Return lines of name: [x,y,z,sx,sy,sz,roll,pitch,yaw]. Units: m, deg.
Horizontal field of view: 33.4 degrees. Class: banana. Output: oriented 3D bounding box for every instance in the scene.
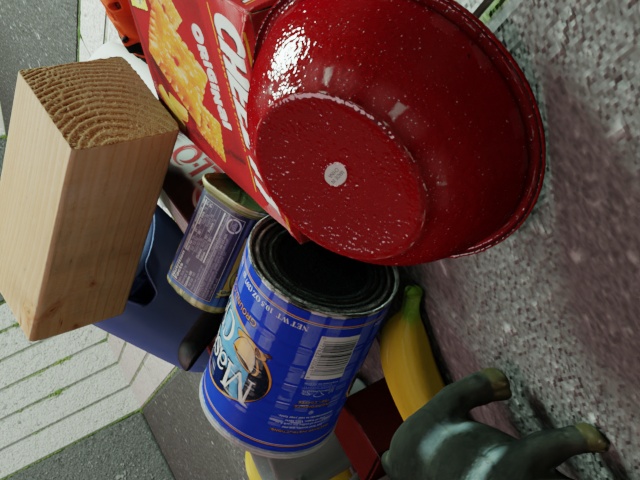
banana: [0.085,0.127,0.702,0.198,0.037,0.070,62,163,6]

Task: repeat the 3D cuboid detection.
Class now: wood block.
wood block: [-0.189,-0.029,0.828,0.091,0.090,0.206,50,137,27]

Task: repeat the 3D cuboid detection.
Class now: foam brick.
foam brick: [0.047,0.142,0.805,0.051,0.053,0.078,57,160,21]

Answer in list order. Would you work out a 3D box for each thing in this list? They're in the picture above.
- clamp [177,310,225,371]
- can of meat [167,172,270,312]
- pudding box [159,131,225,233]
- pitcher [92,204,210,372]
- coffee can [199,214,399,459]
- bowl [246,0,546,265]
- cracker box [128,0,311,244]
clamp: [-0.041,0.039,0.851,0.039,0.120,0.171,133,152,-54]
can of meat: [-0.055,0.001,0.770,0.057,0.101,0.084,35,111,27]
pudding box: [-0.083,-0.049,0.851,0.114,0.090,0.039,49,158,41]
pitcher: [-0.170,0.039,1.051,0.242,0.145,0.149,48,-143,-57]
coffee can: [-0.017,0.064,0.725,0.103,0.102,0.140,52,137,34]
bowl: [0.021,-0.043,0.506,0.162,0.055,0.162,22,136,22]
cracker box: [-0.054,-0.118,0.704,0.214,0.072,0.164,43,153,48]
